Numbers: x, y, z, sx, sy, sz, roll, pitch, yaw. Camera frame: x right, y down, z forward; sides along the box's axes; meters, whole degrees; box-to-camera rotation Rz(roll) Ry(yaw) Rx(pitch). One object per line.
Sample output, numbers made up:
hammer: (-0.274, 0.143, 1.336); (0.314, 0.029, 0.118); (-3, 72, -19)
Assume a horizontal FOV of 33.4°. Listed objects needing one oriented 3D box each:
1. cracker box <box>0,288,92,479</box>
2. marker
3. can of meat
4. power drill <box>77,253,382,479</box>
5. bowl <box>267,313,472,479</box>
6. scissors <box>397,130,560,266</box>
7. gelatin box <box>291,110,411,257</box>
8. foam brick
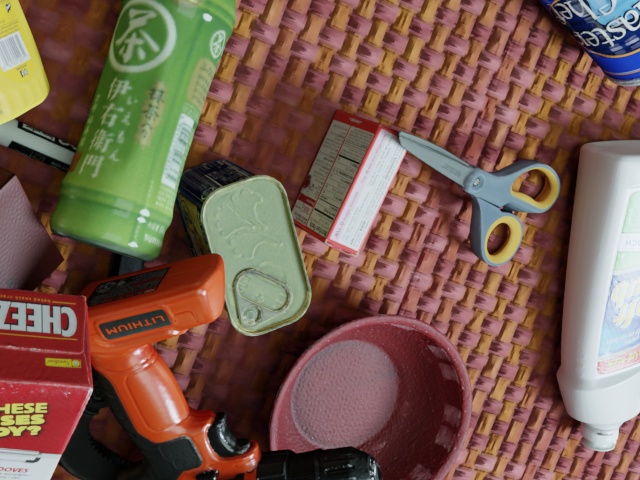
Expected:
cracker box: (-0.235, 0.108, 0.609); (0.164, 0.072, 0.214); (7, 138, -24)
marker: (-0.156, -0.050, 0.687); (0.121, 0.020, 0.020); (25, 93, -26)
can of meat: (-0.055, 0.001, 0.706); (0.057, 0.084, 0.102); (-21, 111, -17)
power drill: (-0.069, 0.106, 0.666); (0.184, 0.057, 0.187); (-13, 109, 11)
bowl: (0.029, 0.124, 0.789); (0.161, 0.055, 0.162); (-6, 106, -21)
scissors: (0.105, -0.026, 0.766); (0.201, 0.016, 0.096); (1, 116, -45)
gelatin box: (0.019, -0.040, 0.731); (0.030, 0.073, 0.089); (22, 94, -26)
foam brick: (-0.201, -0.004, 0.640); (0.053, 0.051, 0.078); (-48, 144, -27)
